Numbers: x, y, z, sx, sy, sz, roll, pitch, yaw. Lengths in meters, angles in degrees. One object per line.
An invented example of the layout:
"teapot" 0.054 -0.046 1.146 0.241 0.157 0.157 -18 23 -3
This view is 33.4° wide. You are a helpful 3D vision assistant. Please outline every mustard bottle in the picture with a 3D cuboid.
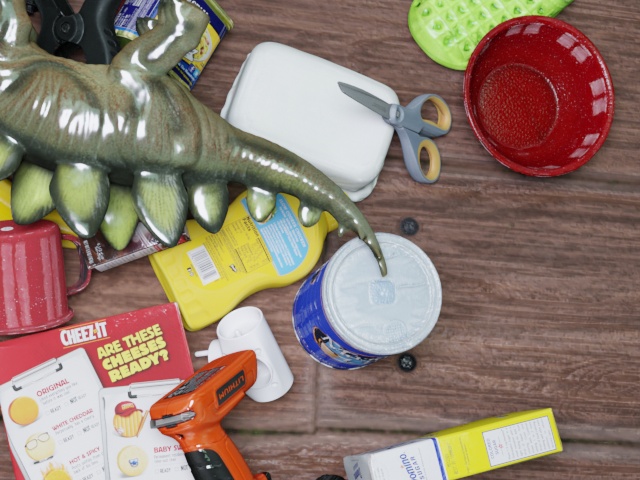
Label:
"mustard bottle" -0.057 0.001 0.982 0.191 0.058 0.096 -26 84 -16

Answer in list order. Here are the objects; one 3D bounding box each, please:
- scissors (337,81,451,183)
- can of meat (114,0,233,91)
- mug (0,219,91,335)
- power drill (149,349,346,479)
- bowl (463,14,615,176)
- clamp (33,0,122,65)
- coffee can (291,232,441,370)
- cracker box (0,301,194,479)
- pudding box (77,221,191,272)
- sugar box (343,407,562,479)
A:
"scissors" 0.071 -0.098 0.993 0.201 0.016 0.096 -11 102 -55
"can of meat" -0.140 -0.196 0.989 0.058 0.102 0.084 17 72 38
"mug" -0.249 0.026 0.910 0.117 0.093 0.081 -11 105 -36
"power drill" -0.052 0.190 0.890 0.184 0.057 0.187 -33 100 -56
"bowl" 0.209 -0.140 1.066 0.162 0.055 0.162 1 85 -14
"clamp" -0.205 -0.190 0.936 0.165 0.036 0.210 -5 87 27
"coffee can" 0.037 0.058 0.947 0.102 0.140 0.103 3 77 -12
"cracker box" -0.178 0.177 0.911 0.164 0.072 0.214 -13 80 -17
"pudding box" -0.172 -0.039 0.927 0.090 0.039 0.113 -20 82 1
"sugar box" 0.116 0.191 0.960 0.176 0.093 0.048 -9 79 -14
